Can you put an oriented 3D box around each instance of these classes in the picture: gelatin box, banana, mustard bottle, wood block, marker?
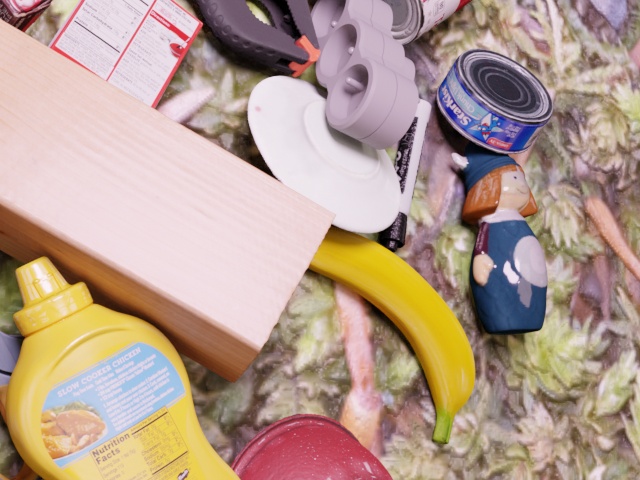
[{"bbox_3d":[-0.126,-0.124,0.677,0.073,0.030,0.089,35,62,-20],"label":"gelatin box"},{"bbox_3d":[0.053,0.051,0.748,0.197,0.037,0.069,51,56,-13],"label":"banana"},{"bbox_3d":[-0.110,0.098,0.563,0.096,0.058,0.191,-28,96,-30],"label":"mustard bottle"},{"bbox_3d":[-0.109,-0.017,0.586,0.206,0.090,0.090,30,68,-3],"label":"wood block"},{"bbox_3d":[0.063,-0.048,0.788,0.020,0.020,0.121,24,67,-27],"label":"marker"}]

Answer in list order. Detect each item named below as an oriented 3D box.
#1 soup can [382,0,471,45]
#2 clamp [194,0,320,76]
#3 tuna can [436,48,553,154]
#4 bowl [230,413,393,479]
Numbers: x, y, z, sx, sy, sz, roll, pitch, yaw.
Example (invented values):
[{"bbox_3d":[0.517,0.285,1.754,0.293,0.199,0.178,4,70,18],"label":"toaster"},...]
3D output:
[{"bbox_3d":[0.080,-0.198,0.806,0.102,0.069,0.068,-39,101,-33],"label":"soup can"},{"bbox_3d":[-0.061,-0.190,0.731,0.171,0.039,0.120,41,64,-16],"label":"clamp"},{"bbox_3d":[0.134,-0.108,0.818,0.086,0.034,0.086,17,42,-16],"label":"tuna can"},{"bbox_3d":[0.007,0.188,0.651,0.161,0.055,0.162,6,82,-47],"label":"bowl"}]
